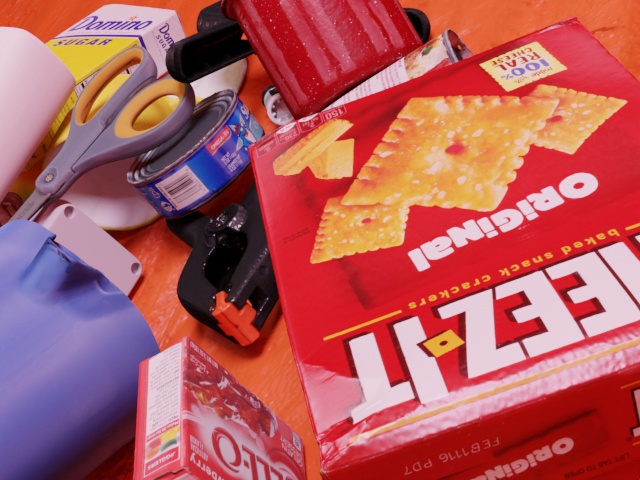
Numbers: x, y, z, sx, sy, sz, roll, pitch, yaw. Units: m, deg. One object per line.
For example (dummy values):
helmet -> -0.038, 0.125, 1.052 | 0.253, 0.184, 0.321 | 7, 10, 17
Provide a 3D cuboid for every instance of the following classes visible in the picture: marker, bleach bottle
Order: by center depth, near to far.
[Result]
bleach bottle -> -0.249, -0.017, 0.658 | 0.103, 0.068, 0.250 | 2, 57, 40
marker -> -0.026, -0.087, 0.673 | 0.020, 0.020, 0.121 | -41, 12, 4

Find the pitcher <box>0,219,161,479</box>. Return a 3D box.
pitcher -> -0.200, 0.111, 0.508 | 0.145, 0.149, 0.242 | 0, 30, 44

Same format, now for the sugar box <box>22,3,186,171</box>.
sugar box -> -0.193, -0.123, 0.821 | 0.093, 0.048, 0.176 | 15, 49, 39

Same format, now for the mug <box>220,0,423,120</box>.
mug -> 0.012, -0.118, 0.597 | 0.093, 0.081, 0.117 | -35, -8, 38

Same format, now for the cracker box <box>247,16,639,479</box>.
cracker box -> 0.066, 0.006, 0.411 | 0.164, 0.072, 0.214 | -21, 34, 3

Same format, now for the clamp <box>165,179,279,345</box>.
clamp -> -0.054, 0.001, 0.622 | 0.120, 0.039, 0.171 | -33, 26, 29

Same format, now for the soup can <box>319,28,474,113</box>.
soup can -> 0.041, -0.052, 0.548 | 0.102, 0.068, 0.068 | -32, 34, 20

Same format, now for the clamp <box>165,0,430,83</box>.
clamp -> -0.022, -0.146, 0.726 | 0.164, 0.036, 0.210 | -7, 20, -5

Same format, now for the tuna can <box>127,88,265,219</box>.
tuna can -> -0.076, -0.053, 0.658 | 0.086, 0.033, 0.086 | -33, 24, 16

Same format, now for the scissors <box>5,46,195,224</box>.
scissors -> -0.145, -0.038, 0.650 | 0.096, 0.016, 0.201 | 11, 62, 32

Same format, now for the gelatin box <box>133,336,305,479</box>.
gelatin box -> -0.039, 0.094, 0.447 | 0.030, 0.089, 0.073 | -31, 34, 17
